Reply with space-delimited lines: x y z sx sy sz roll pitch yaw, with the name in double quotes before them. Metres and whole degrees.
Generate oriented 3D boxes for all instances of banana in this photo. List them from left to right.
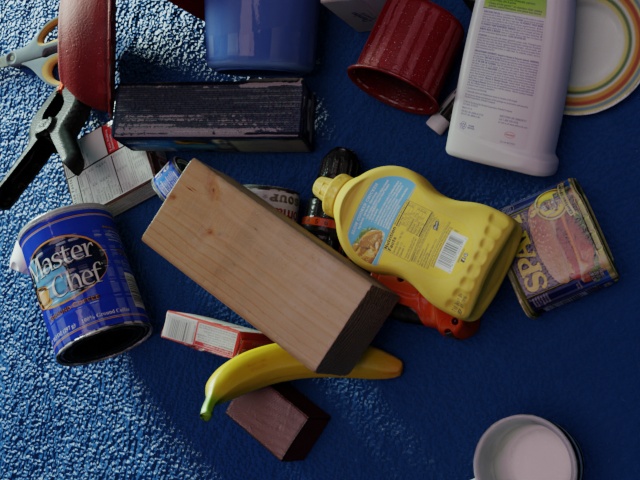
"banana" -0.024 0.122 0.988 0.197 0.037 0.070 -12 49 -17

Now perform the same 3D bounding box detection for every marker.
"marker" 0.145 -0.151 1.001 0.020 0.020 0.121 44 101 24

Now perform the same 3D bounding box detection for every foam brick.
"foam brick" -0.041 0.167 1.021 0.078 0.053 0.051 36 98 26

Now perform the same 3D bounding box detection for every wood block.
"wood block" -0.045 0.025 0.951 0.206 0.090 0.090 35 94 21

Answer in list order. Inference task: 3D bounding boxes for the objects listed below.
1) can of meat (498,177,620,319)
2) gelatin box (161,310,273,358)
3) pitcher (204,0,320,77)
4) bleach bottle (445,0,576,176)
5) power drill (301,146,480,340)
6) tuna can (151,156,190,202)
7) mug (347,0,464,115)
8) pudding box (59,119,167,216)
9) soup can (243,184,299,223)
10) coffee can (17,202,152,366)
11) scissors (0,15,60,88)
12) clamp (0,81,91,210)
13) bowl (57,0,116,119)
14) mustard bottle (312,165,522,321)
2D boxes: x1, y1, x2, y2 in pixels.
"can of meat" 0.203 0.006 0.929 0.084 0.057 0.102 -25 72 18
"gelatin box" -0.099 0.095 1.048 0.089 0.073 0.030 13 88 26
"pitcher" -0.064 -0.285 1.039 0.149 0.145 0.243 2 94 5
"bleach bottle" 0.182 -0.189 0.928 0.103 0.068 0.251 16 103 23
"power drill" 0.065 0.010 0.995 0.188 0.057 0.184 9 86 28
"tuna can" -0.127 -0.045 1.076 0.034 0.086 0.086 -47 66 10
"mug" 0.078 -0.175 1.004 0.117 0.093 0.081 6 70 65
"pudding box" -0.222 -0.079 1.153 0.114 0.039 0.090 -26 72 22
"soup can" -0.057 0.001 1.046 0.069 0.068 0.102 2 83 25
"coffee can" -0.245 0.046 1.108 0.103 0.102 0.140 -29 71 19
"scissors" -0.346 -0.197 1.242 0.202 0.016 0.096 -23 73 21
"clamp" -0.295 -0.105 1.150 0.120 0.039 0.171 -22 38 16
"bowl" -0.242 -0.208 1.113 0.055 0.162 0.162 1 81 -9
"mustard bottle" 0.072 -0.011 0.930 0.192 0.058 0.096 28 95 28
